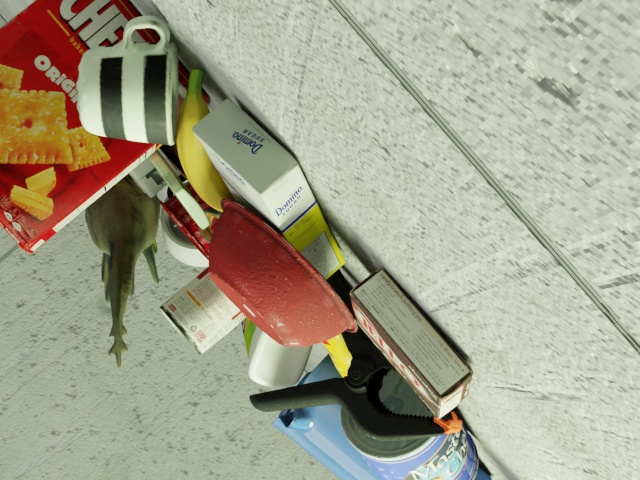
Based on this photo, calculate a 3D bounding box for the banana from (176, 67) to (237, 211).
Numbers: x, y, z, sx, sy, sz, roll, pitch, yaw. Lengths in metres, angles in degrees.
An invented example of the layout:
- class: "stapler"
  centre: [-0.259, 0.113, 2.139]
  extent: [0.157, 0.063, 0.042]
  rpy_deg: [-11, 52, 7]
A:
- class: "banana"
  centre: [-0.088, -0.066, 0.938]
  extent: [0.037, 0.069, 0.198]
  rpy_deg: [22, 158, 21]

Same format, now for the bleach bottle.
- class: "bleach bottle"
  centre: [-0.070, 0.073, 1.320]
  extent: [0.068, 0.103, 0.251]
  rpy_deg: [12, -159, -20]

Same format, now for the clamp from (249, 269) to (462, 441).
- class: "clamp"
  centre: [0.033, 0.130, 0.984]
  extent: [0.210, 0.165, 0.036]
  rpy_deg: [35, -168, 30]

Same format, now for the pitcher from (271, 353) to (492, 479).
- class: "pitcher"
  centre: [0.078, 0.232, 1.230]
  extent: [0.243, 0.149, 0.145]
  rpy_deg: [40, 164, 8]

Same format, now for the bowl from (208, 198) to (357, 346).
- class: "bowl"
  centre: [-0.044, 0.039, 0.910]
  extent: [0.162, 0.055, 0.162]
  rpy_deg: [42, 169, 10]

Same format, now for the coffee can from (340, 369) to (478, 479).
- class: "coffee can"
  centre: [0.090, 0.192, 1.046]
  extent: [0.103, 0.102, 0.140]
  rpy_deg: [43, 171, 39]

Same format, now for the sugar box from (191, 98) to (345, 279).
- class: "sugar box"
  centre: [-0.039, -0.035, 0.892]
  extent: [0.093, 0.048, 0.176]
  rpy_deg: [44, 168, 28]

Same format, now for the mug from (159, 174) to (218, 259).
- class: "mug"
  centre: [-0.138, -0.043, 1.276]
  extent: [0.117, 0.081, 0.093]
  rpy_deg: [44, 171, 36]

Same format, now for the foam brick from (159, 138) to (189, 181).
- class: "foam brick"
  centre: [-0.128, -0.095, 1.087]
  extent: [0.053, 0.051, 0.078]
  rpy_deg: [51, 173, -17]

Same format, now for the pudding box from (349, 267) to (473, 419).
- class: "pudding box"
  centre: [0.072, 0.084, 0.855]
  extent: [0.113, 0.039, 0.090]
  rpy_deg: [47, 172, 18]

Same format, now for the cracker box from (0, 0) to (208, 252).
- class: "cracker box"
  centre: [-0.233, -0.118, 0.954]
  extent: [0.164, 0.213, 0.072]
  rpy_deg: [50, 171, -6]

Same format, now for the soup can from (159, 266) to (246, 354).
- class: "soup can"
  centre: [-0.111, 0.064, 1.130]
  extent: [0.068, 0.102, 0.068]
  rpy_deg: [48, 169, 12]
